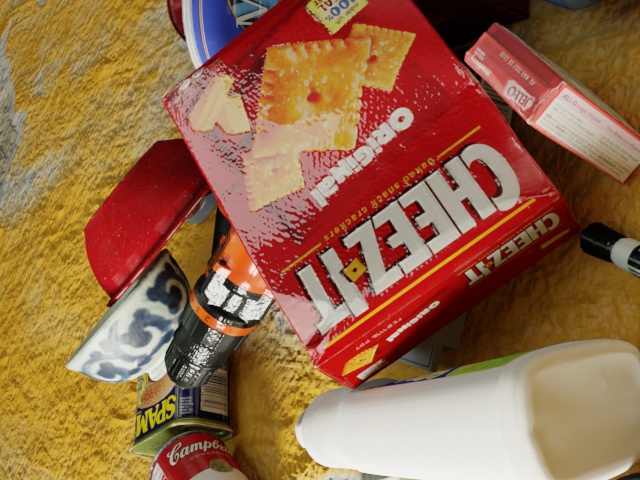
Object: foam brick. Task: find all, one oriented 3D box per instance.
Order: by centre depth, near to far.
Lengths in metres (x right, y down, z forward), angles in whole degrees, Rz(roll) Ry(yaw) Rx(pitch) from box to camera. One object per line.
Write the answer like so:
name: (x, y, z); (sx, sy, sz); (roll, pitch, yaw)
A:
foam brick: (0.092, -0.167, 0.705); (0.078, 0.052, 0.051); (-13, 68, 54)

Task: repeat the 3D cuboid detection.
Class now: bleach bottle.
bleach bottle: (0.060, 0.104, 0.607); (0.251, 0.102, 0.068); (-18, 81, 53)

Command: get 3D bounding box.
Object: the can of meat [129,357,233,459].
can of meat: (-0.118, 0.133, 0.908); (0.102, 0.057, 0.084); (-34, 48, 45)

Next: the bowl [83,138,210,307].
bowl: (-0.135, -0.026, 0.836); (0.162, 0.055, 0.162); (-49, 8, 9)

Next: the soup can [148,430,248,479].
soup can: (-0.084, 0.201, 0.819); (0.102, 0.068, 0.068); (40, 112, 54)

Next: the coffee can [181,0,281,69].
coffee can: (-0.016, -0.167, 0.760); (0.140, 0.102, 0.103); (3, 77, 12)

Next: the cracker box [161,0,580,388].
cracker box: (0.021, -0.049, 0.631); (0.164, 0.072, 0.214); (-37, 62, 10)

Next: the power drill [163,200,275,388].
power drill: (-0.055, 0.001, 0.803); (0.185, 0.057, 0.187); (-55, 16, 29)

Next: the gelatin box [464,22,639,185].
gelatin box: (0.129, -0.074, 0.580); (0.030, 0.089, 0.073); (-52, 39, 18)
